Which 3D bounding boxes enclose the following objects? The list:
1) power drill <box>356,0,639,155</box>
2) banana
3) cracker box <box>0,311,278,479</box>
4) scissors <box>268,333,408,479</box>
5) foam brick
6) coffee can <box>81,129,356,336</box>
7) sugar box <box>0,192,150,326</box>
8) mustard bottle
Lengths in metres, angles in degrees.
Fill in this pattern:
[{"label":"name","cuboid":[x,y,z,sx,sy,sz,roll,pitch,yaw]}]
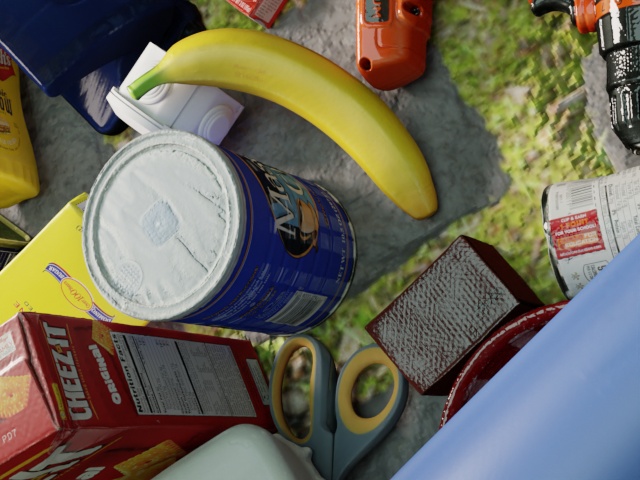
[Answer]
[{"label":"power drill","cuboid":[0.114,-0.132,0.604,0.188,0.057,0.184,-3,80,25]},{"label":"banana","cuboid":[-0.012,-0.079,0.639,0.198,0.037,0.069,23,95,2]},{"label":"cracker box","cuboid":[-0.144,0.117,0.608,0.164,0.213,0.072,-33,68,19]},{"label":"scissors","cuboid":[0.016,0.144,0.614,0.096,0.016,0.202,-19,63,17]},{"label":"foam brick","cuboid":[0.076,0.043,0.597,0.078,0.051,0.053,-45,66,15]},{"label":"coffee can","cuboid":[-0.054,0.001,0.621,0.103,0.140,0.103,-5,80,27]},{"label":"sugar box","cuboid":[-0.187,0.060,0.718,0.176,0.048,0.093,-43,93,14]},{"label":"mustard bottle","cuboid":[-0.258,-0.123,0.773,0.058,0.096,0.191,-21,73,24]}]
